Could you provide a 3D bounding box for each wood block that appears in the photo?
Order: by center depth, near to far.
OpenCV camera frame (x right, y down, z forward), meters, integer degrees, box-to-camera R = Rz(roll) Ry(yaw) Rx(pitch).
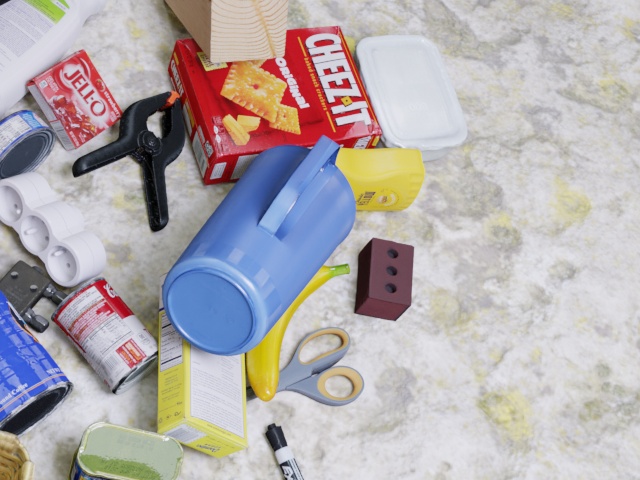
[{"bbox_3d":[-0.115,-0.290,1.238,0.090,0.091,0.206,-8,34,-21],"label":"wood block"}]

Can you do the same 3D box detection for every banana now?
[{"bbox_3d":[-0.040,0.086,1.144,0.070,0.037,0.197,6,48,33],"label":"banana"}]

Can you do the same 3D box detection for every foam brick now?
[{"bbox_3d":[0.072,0.044,1.206,0.053,0.051,0.078,12,61,-13],"label":"foam brick"}]

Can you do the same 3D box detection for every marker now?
[{"bbox_3d":[-0.027,0.243,1.091,0.020,0.020,0.121,-17,70,-25],"label":"marker"}]

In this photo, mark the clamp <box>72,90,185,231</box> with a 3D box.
[{"bbox_3d":[-0.206,-0.104,1.189,0.120,0.039,0.171,32,51,-32],"label":"clamp"}]

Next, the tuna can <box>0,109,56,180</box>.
[{"bbox_3d":[-0.324,-0.097,1.131,0.034,0.086,0.086,44,60,9],"label":"tuna can"}]

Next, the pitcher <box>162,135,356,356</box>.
[{"bbox_3d":[-0.057,0.001,1.071,0.145,0.149,0.242,-6,26,24],"label":"pitcher"}]

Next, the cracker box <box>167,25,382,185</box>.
[{"bbox_3d":[-0.054,-0.165,1.260,0.213,0.072,0.164,-10,67,-23],"label":"cracker box"}]

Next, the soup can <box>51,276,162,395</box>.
[{"bbox_3d":[-0.214,0.097,1.078,0.068,0.069,0.102,-37,80,-29],"label":"soup can"}]

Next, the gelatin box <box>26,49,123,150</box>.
[{"bbox_3d":[-0.272,-0.156,1.187,0.073,0.030,0.089,-41,114,-31],"label":"gelatin box"}]

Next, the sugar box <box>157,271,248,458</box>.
[{"bbox_3d":[-0.119,0.120,1.076,0.093,0.048,0.176,35,37,-43],"label":"sugar box"}]

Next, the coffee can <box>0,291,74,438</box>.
[{"bbox_3d":[-0.318,0.115,1.015,0.102,0.103,0.140,-35,78,-29],"label":"coffee can"}]

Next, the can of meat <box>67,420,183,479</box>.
[{"bbox_3d":[-0.185,0.215,1.017,0.102,0.084,0.057,14,61,-10],"label":"can of meat"}]

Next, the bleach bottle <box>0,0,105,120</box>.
[{"bbox_3d":[-0.323,-0.238,1.218,0.102,0.068,0.250,38,57,4],"label":"bleach bottle"}]

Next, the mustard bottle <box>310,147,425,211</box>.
[{"bbox_3d":[0.016,-0.069,1.220,0.191,0.096,0.058,0,65,-18],"label":"mustard bottle"}]

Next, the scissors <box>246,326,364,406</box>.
[{"bbox_3d":[-0.034,0.165,1.131,0.201,0.016,0.096,-35,78,-29],"label":"scissors"}]
